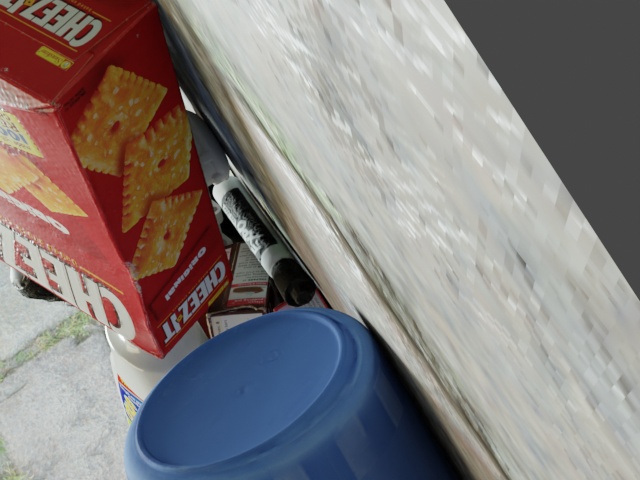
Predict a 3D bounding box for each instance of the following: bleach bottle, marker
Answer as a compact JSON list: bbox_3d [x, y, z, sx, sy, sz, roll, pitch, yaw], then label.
[{"bbox_3d":[-0.099,0.096,0.700,0.103,0.068,0.251,42,159,24],"label":"bleach bottle"},{"bbox_3d":[-0.032,-0.001,0.601,0.121,0.020,0.020,52,173,50],"label":"marker"}]

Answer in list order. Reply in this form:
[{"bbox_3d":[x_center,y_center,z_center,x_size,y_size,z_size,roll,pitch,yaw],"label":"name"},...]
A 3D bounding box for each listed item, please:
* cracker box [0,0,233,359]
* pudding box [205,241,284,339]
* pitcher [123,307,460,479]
[{"bbox_3d":[-0.139,-0.049,0.518,0.164,0.072,0.214,29,153,21],"label":"cracker box"},{"bbox_3d":[-0.037,0.068,0.642,0.090,0.039,0.113,-88,-11,-64],"label":"pudding box"},{"bbox_3d":[0.011,0.150,0.462,0.145,0.149,0.242,-91,-23,-62],"label":"pitcher"}]
